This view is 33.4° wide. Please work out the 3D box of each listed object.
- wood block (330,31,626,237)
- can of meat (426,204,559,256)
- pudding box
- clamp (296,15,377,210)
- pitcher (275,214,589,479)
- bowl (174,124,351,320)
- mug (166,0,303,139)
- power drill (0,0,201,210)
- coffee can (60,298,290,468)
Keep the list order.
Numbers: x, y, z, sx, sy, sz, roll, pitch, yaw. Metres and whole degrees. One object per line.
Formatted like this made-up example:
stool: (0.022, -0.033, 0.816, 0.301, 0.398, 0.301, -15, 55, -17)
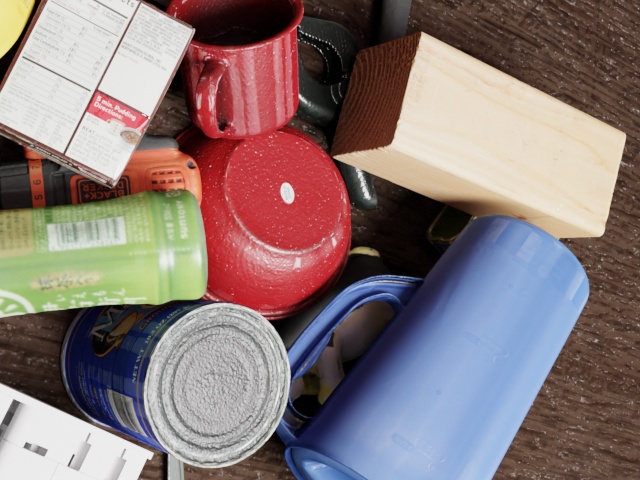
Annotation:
wood block: (0.124, -0.074, 0.828, 0.205, 0.091, 0.090, 20, 79, -28)
can of meat: (0.151, -0.008, 0.926, 0.084, 0.058, 0.102, 47, 67, -23)
pudding box: (-0.141, -0.100, 0.652, 0.090, 0.039, 0.113, 27, 82, -14)
clamp: (0.015, -0.107, 0.842, 0.171, 0.039, 0.120, 33, 69, -25)
pitcher: (0.084, 0.093, 0.769, 0.242, 0.145, 0.149, -52, 134, -24)
bowl: (-0.037, -0.026, 0.770, 0.161, 0.055, 0.162, 9, 69, -25)
mug: (-0.059, -0.117, 0.733, 0.117, 0.093, 0.081, -73, 166, -45)
power drill: (-0.175, -0.096, 0.693, 0.184, 0.057, 0.188, -5, 93, -17)
coffee can: (-0.100, 0.086, 0.711, 0.102, 0.141, 0.103, -2, 93, -34)
